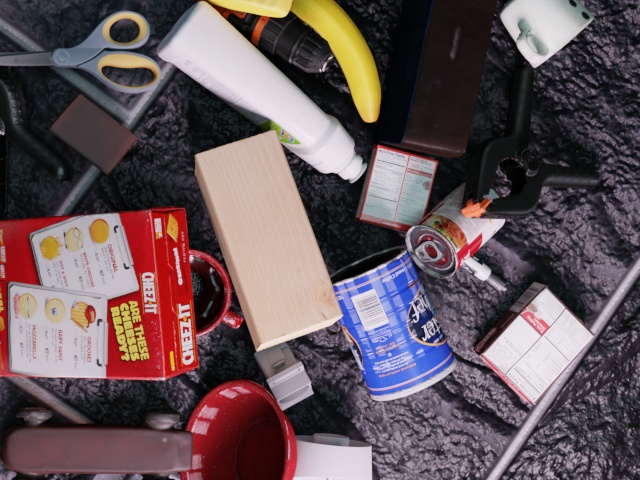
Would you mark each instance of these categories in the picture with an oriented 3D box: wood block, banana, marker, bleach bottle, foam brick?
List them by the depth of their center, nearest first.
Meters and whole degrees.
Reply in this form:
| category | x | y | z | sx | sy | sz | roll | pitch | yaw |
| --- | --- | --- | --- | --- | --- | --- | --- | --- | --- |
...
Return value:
| category | x | y | z | sx | sy | sz | roll | pitch | yaw |
| --- | --- | --- | --- | --- | --- | --- | --- | --- | --- |
| wood block | -0.057 | 0.001 | 1.124 | 0.090 | 0.090 | 0.206 | -19 | 82 | -10 |
| foam brick | -0.240 | -0.111 | 1.128 | 0.078 | 0.053 | 0.051 | 38 | 86 | -11 |
| bleach bottle | -0.055 | -0.150 | 1.146 | 0.250 | 0.103 | 0.068 | 39 | 82 | -17 |
| banana | 0.010 | -0.221 | 1.179 | 0.198 | 0.037 | 0.070 | 44 | 113 | -6 |
| marker | 0.166 | 0.021 | 1.224 | 0.121 | 0.020 | 0.020 | 36 | 86 | -10 |

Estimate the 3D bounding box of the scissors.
| category | x | y | z | sx | sy | sz | roll | pitch | yaw |
| --- | --- | --- | --- | --- | --- | --- | --- | --- | --- |
| scissors | -0.262 | -0.209 | 1.118 | 0.201 | 0.016 | 0.096 | 11 | 82 | -24 |

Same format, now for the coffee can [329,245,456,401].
| category | x | y | z | sx | sy | sz | roll | pitch | yaw |
| --- | --- | --- | --- | --- | --- | --- | --- | --- | --- |
| coffee can | 0.075 | 0.090 | 1.168 | 0.102 | 0.103 | 0.140 | -25 | 96 | -9 |

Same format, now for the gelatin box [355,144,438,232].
| category | x | y | z | sx | sy | sz | roll | pitch | yaw |
| --- | --- | --- | --- | --- | --- | --- | --- | --- | --- |
| gelatin box | 0.086 | -0.057 | 1.201 | 0.073 | 0.030 | 0.089 | 13 | 90 | -9 |

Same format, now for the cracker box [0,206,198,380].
| category | x | y | z | sx | sy | sz | roll | pitch | yaw |
| --- | --- | --- | --- | --- | --- | --- | --- | --- | --- |
| cracker box | -0.232 | 0.054 | 1.074 | 0.214 | 0.072 | 0.164 | -3 | 94 | 27 |

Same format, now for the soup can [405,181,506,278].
| category | x | y | z | sx | sy | sz | roll | pitch | yaw |
| --- | --- | --- | --- | --- | --- | --- | --- | --- | --- |
| soup can | 0.151 | -0.014 | 1.178 | 0.102 | 0.069 | 0.068 | -40 | 100 | -34 |

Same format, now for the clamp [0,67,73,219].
| category | x | y | z | sx | sy | sz | roll | pitch | yaw |
| --- | --- | --- | --- | --- | --- | --- | --- | --- | --- |
| clamp | -0.335 | -0.108 | 1.107 | 0.120 | 0.039 | 0.171 | -33 | 83 | 22 |

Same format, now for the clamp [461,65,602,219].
| category | x | y | z | sx | sy | sz | roll | pitch | yaw |
| --- | --- | --- | --- | --- | --- | --- | --- | --- | --- |
| clamp | 0.230 | -0.079 | 1.186 | 0.164 | 0.036 | 0.209 | 49 | 55 | -11 |

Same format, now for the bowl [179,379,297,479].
| category | x | y | z | sx | sy | sz | roll | pitch | yaw |
| --- | --- | --- | --- | --- | --- | --- | --- | --- | --- |
| bowl | -0.077 | 0.232 | 1.143 | 0.055 | 0.162 | 0.162 | 20 | 89 | -47 |

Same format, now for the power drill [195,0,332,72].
| category | x | y | z | sx | sy | sz | roll | pitch | yaw |
| --- | --- | --- | --- | --- | --- | --- | --- | --- | --- |
| power drill | -0.027 | -0.290 | 1.121 | 0.184 | 0.057 | 0.188 | 35 | 95 | 10 |

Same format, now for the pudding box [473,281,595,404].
| category | x | y | z | sx | sy | sz | roll | pitch | yaw |
| --- | --- | --- | --- | --- | --- | --- | --- | --- | --- |
| pudding box | 0.247 | 0.119 | 1.235 | 0.090 | 0.039 | 0.113 | 44 | 86 | -10 |

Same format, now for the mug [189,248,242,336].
| category | x | y | z | sx | sy | sz | roll | pitch | yaw |
| --- | --- | --- | --- | --- | --- | --- | --- | --- | --- |
| mug | -0.135 | 0.059 | 1.139 | 0.117 | 0.081 | 0.093 | 29 | 87 | -10 |
